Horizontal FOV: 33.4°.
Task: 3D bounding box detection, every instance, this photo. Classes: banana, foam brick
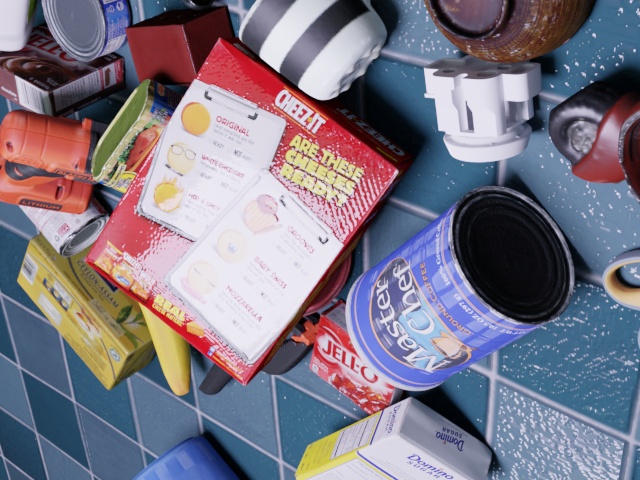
[{"bbox_3d":[-0.174,0.064,1.096,0.037,0.069,0.198,-13,115,20],"label":"banana"},{"bbox_3d":[-0.114,-0.160,0.882,0.078,0.052,0.051,7,121,42],"label":"foam brick"}]

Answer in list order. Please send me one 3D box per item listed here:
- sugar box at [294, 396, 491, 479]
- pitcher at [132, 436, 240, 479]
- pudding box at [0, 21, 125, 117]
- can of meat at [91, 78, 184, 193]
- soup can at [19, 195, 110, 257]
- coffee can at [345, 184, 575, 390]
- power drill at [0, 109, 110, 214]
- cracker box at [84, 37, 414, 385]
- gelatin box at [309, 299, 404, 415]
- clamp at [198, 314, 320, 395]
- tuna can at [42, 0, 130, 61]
[{"bbox_3d":[0.061,0.197,0.937,0.093,0.048,0.177,35,141,-14],"label":"sugar box"},{"bbox_3d":[-0.103,0.342,1.180,0.243,0.144,0.149,52,130,11],"label":"pitcher"},{"bbox_3d":[-0.253,-0.160,0.998,0.114,0.089,0.039,30,137,28],"label":"pudding box"},{"bbox_3d":[-0.131,-0.076,0.890,0.083,0.057,0.102,25,124,-27],"label":"can of meat"},{"bbox_3d":[-0.278,-0.041,1.125,0.102,0.068,0.069,49,141,8],"label":"soup can"},{"bbox_3d":[0.096,0.037,0.761,0.103,0.102,0.141,53,141,4],"label":"coffee can"},{"bbox_3d":[-0.223,-0.068,1.000,0.188,0.184,0.057,-17,63,59],"label":"power drill"},{"bbox_3d":[-0.056,-0.023,0.819,0.164,0.072,0.214,37,110,5],"label":"cracker box"},{"bbox_3d":[0.034,0.106,0.932,0.089,0.030,0.073,35,137,23],"label":"gelatin box"},{"bbox_3d":[-0.075,0.092,1.032,0.210,0.036,0.164,8,121,43],"label":"clamp"},{"bbox_3d":[-0.210,-0.207,0.960,0.086,0.033,0.086,23,128,33],"label":"tuna can"}]
